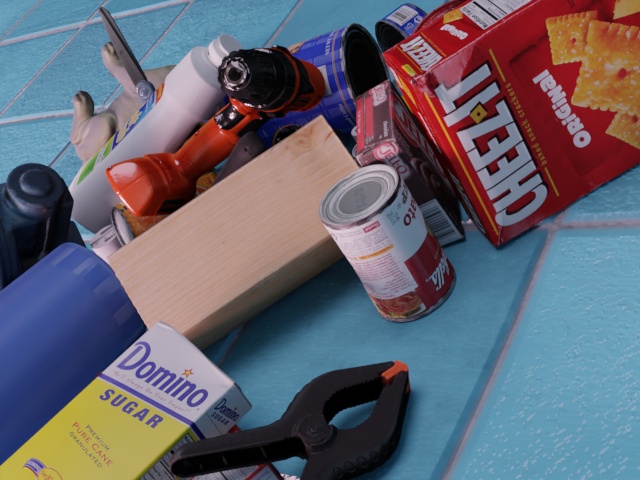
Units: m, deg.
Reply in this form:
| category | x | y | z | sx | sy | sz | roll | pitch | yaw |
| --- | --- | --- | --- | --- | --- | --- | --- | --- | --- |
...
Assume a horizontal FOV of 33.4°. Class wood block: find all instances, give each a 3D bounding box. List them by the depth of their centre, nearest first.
| category | x | y | z | sx | sy | sz | roll | pitch | yaw |
| --- | --- | --- | --- | --- | --- | --- | --- | --- | --- |
| wood block | -0.056 | 0.001 | 0.872 | 0.206 | 0.090 | 0.091 | -34 | 75 | -1 |

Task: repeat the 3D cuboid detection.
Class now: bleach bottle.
| category | x | y | z | sx | sy | sz | roll | pitch | yaw |
| --- | --- | --- | --- | --- | --- | --- | --- | --- | --- |
| bleach bottle | -0.155 | -0.110 | 1.038 | 0.251 | 0.068 | 0.102 | -43 | 18 | 34 |

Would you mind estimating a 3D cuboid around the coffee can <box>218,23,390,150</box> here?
| category | x | y | z | sx | sy | sz | roll | pitch | yaw |
| --- | --- | --- | --- | --- | --- | --- | --- | --- | --- |
| coffee can | -0.014 | -0.141 | 1.038 | 0.140 | 0.102 | 0.102 | -14 | 38 | 28 |

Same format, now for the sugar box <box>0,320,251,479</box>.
| category | x | y | z | sx | sy | sz | roll | pitch | yaw |
| --- | --- | --- | --- | --- | --- | --- | --- | --- | --- |
| sugar box | -0.144 | 0.145 | 0.753 | 0.176 | 0.048 | 0.093 | -45 | 53 | -14 |

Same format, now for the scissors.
| category | x | y | z | sx | sy | sz | roll | pitch | yaw |
| --- | --- | --- | --- | --- | --- | --- | --- | --- | --- |
| scissors | -0.162 | -0.153 | 1.113 | 0.096 | 0.202 | 0.016 | -11 | 11 | 11 |

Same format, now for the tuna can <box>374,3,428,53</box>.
| category | x | y | z | sx | sy | sz | roll | pitch | yaw |
| --- | --- | --- | --- | --- | --- | --- | --- | --- | --- |
| tuna can | 0.091 | -0.182 | 1.017 | 0.033 | 0.086 | 0.086 | -38 | 33 | -9 |

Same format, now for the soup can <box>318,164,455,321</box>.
| category | x | y | z | sx | sy | sz | roll | pitch | yaw |
| --- | --- | --- | --- | --- | --- | --- | --- | --- | --- |
| soup can | 0.050 | 0.002 | 0.797 | 0.069 | 0.102 | 0.068 | -23 | 34 | 16 |

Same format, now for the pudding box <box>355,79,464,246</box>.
| category | x | y | z | sx | sy | sz | roll | pitch | yaw |
| --- | --- | --- | --- | --- | --- | --- | --- | --- | --- |
| pudding box | 0.070 | -0.059 | 0.849 | 0.039 | 0.113 | 0.090 | -24 | 34 | 20 |

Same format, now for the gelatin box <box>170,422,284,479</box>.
| category | x | y | z | sx | sy | sz | roll | pitch | yaw |
| --- | --- | --- | --- | --- | --- | --- | --- | --- | --- |
| gelatin box | -0.079 | 0.174 | 0.751 | 0.089 | 0.030 | 0.073 | -40 | 35 | -11 |

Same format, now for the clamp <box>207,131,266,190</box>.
| category | x | y | z | sx | sy | sz | roll | pitch | yaw |
| --- | --- | --- | --- | --- | --- | --- | --- | --- | --- |
| clamp | -0.090 | -0.031 | 0.952 | 0.210 | 0.036 | 0.164 | -38 | -12 | 15 |

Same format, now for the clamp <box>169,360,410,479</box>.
| category | x | y | z | sx | sy | sz | roll | pitch | yaw |
| --- | --- | --- | --- | --- | --- | --- | --- | --- | --- |
| clamp | -0.013 | 0.134 | 0.711 | 0.120 | 0.039 | 0.171 | 33 | 55 | 25 |

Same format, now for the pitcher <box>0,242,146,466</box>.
| category | x | y | z | sx | sy | sz | roll | pitch | yaw |
| --- | --- | --- | --- | --- | --- | --- | --- | --- | --- |
| pitcher | -0.270 | 0.118 | 0.912 | 0.149 | 0.145 | 0.242 | 27 | 61 | 35 |

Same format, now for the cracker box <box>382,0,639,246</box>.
| category | x | y | z | sx | sy | sz | roll | pitch | yaw |
| --- | --- | --- | --- | --- | --- | --- | --- | --- | --- |
| cracker box | 0.179 | -0.119 | 0.787 | 0.214 | 0.164 | 0.072 | -32 | 31 | 2 |

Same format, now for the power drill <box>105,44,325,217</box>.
| category | x | y | z | sx | sy | sz | roll | pitch | yaw |
| --- | --- | --- | --- | --- | --- | --- | --- | --- | --- |
| power drill | -0.090 | -0.094 | 0.908 | 0.188 | 0.057 | 0.184 | -35 | -7 | 17 |
